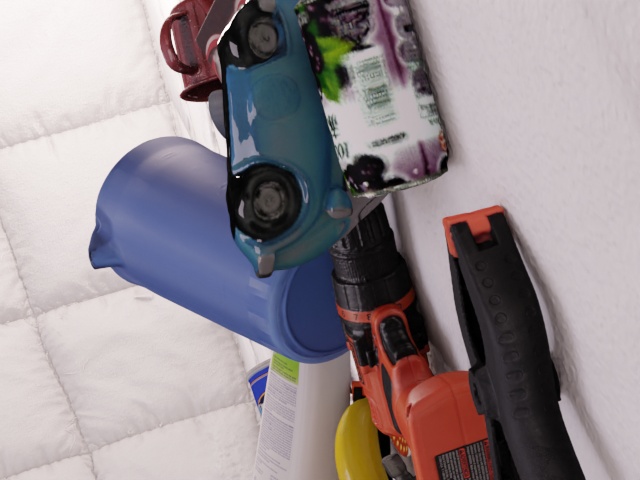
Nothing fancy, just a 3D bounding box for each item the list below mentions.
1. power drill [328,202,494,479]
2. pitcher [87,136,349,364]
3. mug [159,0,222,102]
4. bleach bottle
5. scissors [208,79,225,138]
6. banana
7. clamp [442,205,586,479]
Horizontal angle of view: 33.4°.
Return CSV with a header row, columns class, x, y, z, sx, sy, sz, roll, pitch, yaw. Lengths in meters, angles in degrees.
class,x,y,z,sx,sy,sz,roll,pitch,yaw
power drill,0.056,0.074,0.644,0.188,0.057,0.184,-118,10,-64
pitcher,-0.055,0.001,0.830,0.144,0.149,0.243,27,178,-42
mug,-0.100,-0.178,0.969,0.093,0.117,0.081,-16,85,43
bleach bottle,-0.008,0.130,0.954,0.103,0.067,0.251,17,103,57
scissors,-0.058,-0.120,0.941,0.201,0.016,0.096,-5,-93,-75
banana,0.056,0.205,0.852,0.037,0.069,0.198,97,155,-61
clamp,0.090,0.072,0.472,0.120,0.039,0.171,-156,50,-77
